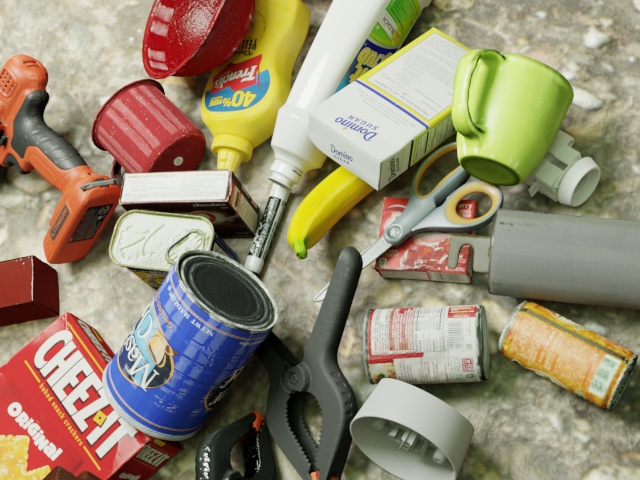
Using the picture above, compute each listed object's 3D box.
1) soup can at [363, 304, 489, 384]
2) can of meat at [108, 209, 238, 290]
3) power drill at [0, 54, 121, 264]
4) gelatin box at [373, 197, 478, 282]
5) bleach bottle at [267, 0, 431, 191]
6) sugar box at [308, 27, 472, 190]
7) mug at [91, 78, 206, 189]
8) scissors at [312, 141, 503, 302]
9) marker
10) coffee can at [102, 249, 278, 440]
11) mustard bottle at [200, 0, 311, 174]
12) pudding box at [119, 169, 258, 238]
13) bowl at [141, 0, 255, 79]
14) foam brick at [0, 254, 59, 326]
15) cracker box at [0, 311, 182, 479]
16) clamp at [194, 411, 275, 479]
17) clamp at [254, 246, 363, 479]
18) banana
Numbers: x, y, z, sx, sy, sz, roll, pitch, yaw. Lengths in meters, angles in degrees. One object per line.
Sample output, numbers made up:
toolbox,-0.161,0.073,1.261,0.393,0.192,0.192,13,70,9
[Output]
soup can,0.094,0.091,0.936,0.102,0.068,0.068,-4,69,15
can of meat,-0.137,0.015,1.024,0.102,0.084,0.057,6,71,18
power drill,-0.298,-0.067,1.094,0.188,0.057,0.185,49,124,16
gelatin box,0.098,-0.001,0.991,0.089,0.030,0.073,3,70,17
bleach bottle,0.021,-0.162,1.050,0.068,0.102,0.251,25,84,26
sugar box,0.081,-0.126,1.001,0.176,0.048,0.093,-38,60,-26
mug,-0.176,-0.093,1.083,0.081,0.093,0.117,44,117,21
scissors,0.087,-0.001,0.968,0.096,0.016,0.201,32,80,25
marker,-0.057,0.001,1.042,0.020,0.020,0.121,13,74,20
coffee can,-0.116,0.093,0.948,0.103,0.102,0.140,48,117,26
mustard bottle,-0.073,-0.156,1.085,0.096,0.058,0.191,2,71,31
pudding box,-0.126,-0.034,1.037,0.114,0.090,0.039,-3,68,15
bowl,-0.114,-0.226,1.074,0.162,0.055,0.162,-32,47,41
foam brick,-0.311,0.052,1.079,0.078,0.053,0.051,-11,67,12
cracker box,-0.264,0.198,0.998,0.213,0.072,0.164,-41,65,-3
clamp,-0.074,0.227,0.921,0.039,0.120,0.171,-28,21,39
clamp,-0.008,0.114,0.947,0.165,0.036,0.210,-27,72,34
banana,0.031,-0.046,1.010,0.197,0.037,0.070,-44,37,-23
